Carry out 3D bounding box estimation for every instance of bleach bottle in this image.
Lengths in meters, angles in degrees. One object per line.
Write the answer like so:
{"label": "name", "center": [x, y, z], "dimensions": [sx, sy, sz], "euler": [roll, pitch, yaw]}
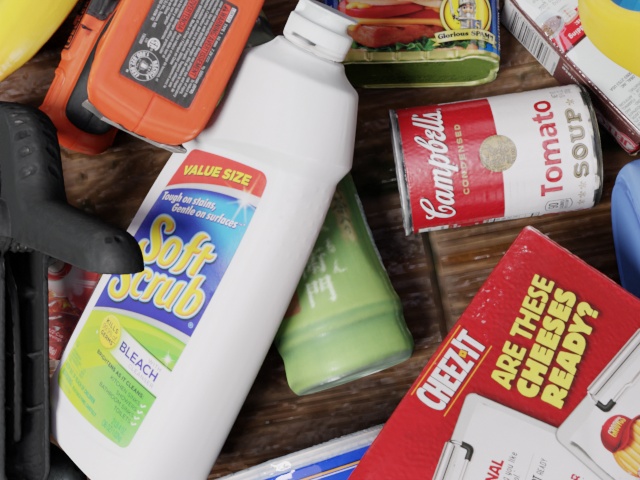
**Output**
{"label": "bleach bottle", "center": [-0.053, 0.001, 0.518], "dimensions": [0.103, 0.067, 0.251], "euler": [37, 109, 35]}

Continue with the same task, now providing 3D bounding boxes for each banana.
{"label": "banana", "center": [-0.139, -0.173, 0.587], "dimensions": [0.070, 0.037, 0.197], "euler": [-7, 61, 46]}

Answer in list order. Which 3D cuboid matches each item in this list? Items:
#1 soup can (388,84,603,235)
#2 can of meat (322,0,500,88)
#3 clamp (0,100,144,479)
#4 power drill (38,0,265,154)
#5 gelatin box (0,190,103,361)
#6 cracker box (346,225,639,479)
{"label": "soup can", "center": [0.091, -0.043, 0.565], "dimensions": [0.102, 0.068, 0.068], "euler": [-8, 79, 4]}
{"label": "can of meat", "center": [0.049, -0.131, 0.591], "dimensions": [0.102, 0.057, 0.084], "euler": [-1, 82, 5]}
{"label": "clamp", "center": [-0.141, -0.006, 0.522], "dimensions": [0.036, 0.165, 0.210], "euler": [4, 49, -34]}
{"label": "power drill", "center": [-0.080, -0.123, 0.541], "dimensions": [0.057, 0.188, 0.184], "euler": [24, 92, -21]}
{"label": "gelatin box", "center": [-0.166, 0.018, 0.599], "dimensions": [0.089, 0.030, 0.073], "euler": [24, 83, 9]}
{"label": "cracker box", "center": [0.130, 0.121, 0.455], "dimensions": [0.214, 0.072, 0.164], "euler": [34, 62, 10]}
